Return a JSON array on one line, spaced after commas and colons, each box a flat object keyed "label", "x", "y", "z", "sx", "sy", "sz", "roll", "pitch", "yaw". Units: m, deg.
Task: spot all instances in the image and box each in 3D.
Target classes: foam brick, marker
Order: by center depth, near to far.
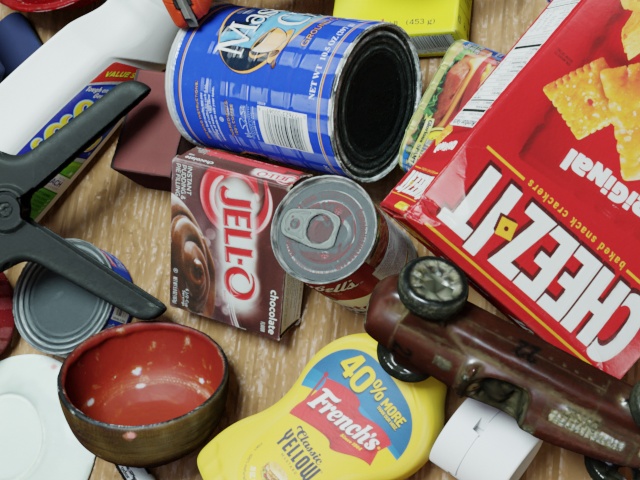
[{"label": "marker", "x": -0.149, "y": 0.133, "z": 0.752, "sx": 0.020, "sy": 0.020, "sz": 0.121, "roll": -40, "pitch": 69, "yaw": 6}, {"label": "foam brick", "x": -0.111, "y": -0.078, "z": 0.782, "sx": 0.051, "sy": 0.053, "sz": 0.078, "roll": 9, "pitch": 80, "yaw": 22}]

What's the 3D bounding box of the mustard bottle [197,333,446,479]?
[{"label": "mustard bottle", "x": 0.020, "y": 0.116, "z": 0.675, "sx": 0.192, "sy": 0.058, "sz": 0.096, "roll": -40, "pitch": 67, "yaw": 6}]

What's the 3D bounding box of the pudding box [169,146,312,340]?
[{"label": "pudding box", "x": -0.055, "y": 0.001, "z": 0.718, "sx": 0.090, "sy": 0.039, "sz": 0.113, "roll": 16, "pitch": 117, "yaw": 25}]

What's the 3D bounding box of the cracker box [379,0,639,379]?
[{"label": "cracker box", "x": 0.167, "y": -0.047, "z": 0.617, "sx": 0.164, "sy": 0.072, "sz": 0.214, "roll": 40, "pitch": 91, "yaw": -10}]

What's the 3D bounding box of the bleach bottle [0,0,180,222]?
[{"label": "bleach bottle", "x": -0.186, "y": -0.110, "z": 0.790, "sx": 0.251, "sy": 0.102, "sz": 0.068, "roll": -47, "pitch": 63, "yaw": 5}]

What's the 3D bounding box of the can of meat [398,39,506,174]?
[{"label": "can of meat", "x": 0.110, "y": -0.072, "z": 0.696, "sx": 0.084, "sy": 0.057, "sz": 0.102, "roll": 26, "pitch": 86, "yaw": 27}]

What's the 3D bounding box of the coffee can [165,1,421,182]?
[{"label": "coffee can", "x": -0.018, "y": -0.101, "z": 0.713, "sx": 0.141, "sy": 0.102, "sz": 0.103, "roll": 15, "pitch": 81, "yaw": 34}]

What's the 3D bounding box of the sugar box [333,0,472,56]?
[{"label": "sugar box", "x": 0.065, "y": -0.218, "z": 0.759, "sx": 0.093, "sy": 0.048, "sz": 0.176, "roll": 1, "pitch": 77, "yaw": 21}]

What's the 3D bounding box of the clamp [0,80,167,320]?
[{"label": "clamp", "x": -0.206, "y": -0.012, "z": 0.732, "sx": 0.210, "sy": 0.036, "sz": 0.164, "roll": -11, "pitch": 91, "yaw": -2}]

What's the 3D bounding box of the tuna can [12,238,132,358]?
[{"label": "tuna can", "x": -0.181, "y": 0.044, "z": 0.784, "sx": 0.086, "sy": 0.033, "sz": 0.086, "roll": -6, "pitch": 73, "yaw": 19}]

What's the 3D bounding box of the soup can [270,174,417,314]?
[{"label": "soup can", "x": 0.018, "y": 0.006, "z": 0.682, "sx": 0.069, "sy": 0.102, "sz": 0.068, "roll": -6, "pitch": 73, "yaw": 19}]
